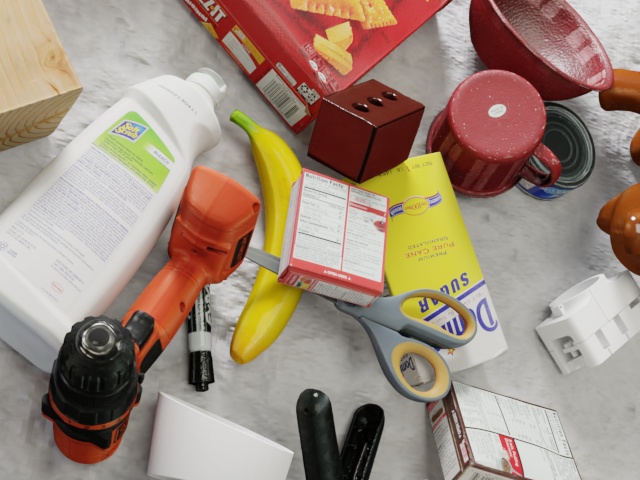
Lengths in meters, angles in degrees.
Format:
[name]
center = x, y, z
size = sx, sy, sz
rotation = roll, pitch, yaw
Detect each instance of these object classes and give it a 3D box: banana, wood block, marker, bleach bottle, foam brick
[banana]
center = -0.038, -0.002, 0.817
size = 0.069, 0.037, 0.198
rotation = 3, 72, -17
[wood block]
center = -0.254, -0.166, 0.725
size = 0.090, 0.090, 0.206
rotation = -24, 87, -31
[marker]
center = -0.089, 0.050, 0.782
size = 0.020, 0.020, 0.121
rotation = 4, 72, -27
[bleach bottle]
center = -0.141, -0.031, 0.756
size = 0.102, 0.068, 0.250
rotation = 41, 58, -5
[foam brick]
center = 0.036, -0.086, 0.827
size = 0.053, 0.051, 0.078
rotation = 30, 33, 22

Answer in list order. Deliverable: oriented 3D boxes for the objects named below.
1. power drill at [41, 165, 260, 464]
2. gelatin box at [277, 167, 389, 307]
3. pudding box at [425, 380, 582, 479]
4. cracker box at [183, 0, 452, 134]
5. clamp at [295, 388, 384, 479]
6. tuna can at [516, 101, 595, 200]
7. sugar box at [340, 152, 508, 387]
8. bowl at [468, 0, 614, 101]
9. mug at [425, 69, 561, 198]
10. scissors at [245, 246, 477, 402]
[power drill]
center = -0.109, 0.043, 0.681
size = 0.057, 0.185, 0.187
rotation = 32, 60, 1
[gelatin box]
center = 0.011, -0.002, 0.789
size = 0.073, 0.030, 0.089
rotation = 17, 55, -15
[pudding box]
center = 0.145, 0.164, 0.835
size = 0.113, 0.039, 0.090
rotation = 20, 33, -23
[cracker box]
center = 0.006, -0.217, 0.887
size = 0.164, 0.072, 0.213
rotation = 50, 58, -6
[clamp]
center = 0.015, 0.190, 0.768
size = 0.120, 0.039, 0.171
rotation = 9, 83, -58
[tuna can]
center = 0.208, -0.082, 0.970
size = 0.086, 0.034, 0.086
rotation = 9, 70, -25
[sugar box]
center = 0.081, 0.023, 0.864
size = 0.093, 0.048, 0.176
rotation = -15, 80, -30
[bowl]
center = 0.186, -0.178, 0.959
size = 0.162, 0.055, 0.162
rotation = 26, 38, -23
[mug]
center = 0.150, -0.084, 0.892
size = 0.117, 0.081, 0.093
rotation = 37, 76, 7
[scissors]
center = 0.026, 0.065, 0.794
size = 0.201, 0.016, 0.096
rotation = 11, 72, -19
